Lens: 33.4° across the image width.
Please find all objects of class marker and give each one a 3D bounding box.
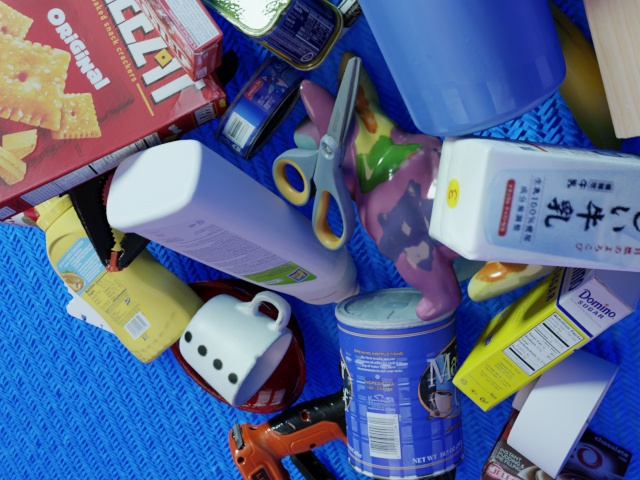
[{"bbox_3d":[0.042,-0.197,0.812,0.020,0.020,0.121,44,133,-3],"label":"marker"}]

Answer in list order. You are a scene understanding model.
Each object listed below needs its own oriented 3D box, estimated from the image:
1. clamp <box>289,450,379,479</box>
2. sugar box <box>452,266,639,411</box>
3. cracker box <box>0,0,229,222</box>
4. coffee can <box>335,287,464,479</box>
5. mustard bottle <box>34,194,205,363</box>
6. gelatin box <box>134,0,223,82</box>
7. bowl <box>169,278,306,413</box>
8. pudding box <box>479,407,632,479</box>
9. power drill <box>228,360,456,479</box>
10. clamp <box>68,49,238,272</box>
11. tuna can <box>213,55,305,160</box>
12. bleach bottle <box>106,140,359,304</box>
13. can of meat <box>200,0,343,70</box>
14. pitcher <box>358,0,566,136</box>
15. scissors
[{"bbox_3d":[0.024,0.282,1.148,0.120,0.039,0.171,19,129,22],"label":"clamp"},{"bbox_3d":[0.186,0.061,0.855,0.048,0.093,0.176,40,132,0],"label":"sugar box"},{"bbox_3d":[-0.203,-0.135,0.859,0.164,0.213,0.072,63,175,3],"label":"cracker box"},{"bbox_3d":[0.069,0.121,0.921,0.103,0.102,0.140,2,104,31],"label":"coffee can"},{"bbox_3d":[-0.203,0.024,1.016,0.191,0.058,0.096,46,132,-5],"label":"mustard bottle"},{"bbox_3d":[-0.108,-0.168,0.795,0.089,0.030,0.073,55,170,1],"label":"gelatin box"},{"bbox_3d":[-0.075,0.094,1.064,0.162,0.055,0.162,16,128,21],"label":"bowl"},{"bbox_3d":[0.208,0.199,0.941,0.113,0.089,0.039,30,135,9],"label":"pudding box"},{"bbox_3d":[0.021,0.197,1.016,0.187,0.057,0.184,-29,107,-2],"label":"power drill"},{"bbox_3d":[-0.172,-0.080,0.911,0.164,0.036,0.210,14,89,0],"label":"clamp"},{"bbox_3d":[-0.049,-0.109,0.885,0.034,0.086,0.086,37,133,2],"label":"tuna can"},{"bbox_3d":[-0.056,0.001,0.908,0.103,0.068,0.250,-11,151,35],"label":"bleach bottle"},{"bbox_3d":[-0.045,-0.181,0.811,0.102,0.083,0.057,37,99,25],"label":"can of meat"},{"bbox_3d":[0.078,-0.194,0.671,0.145,0.149,0.243,-23,110,4],"label":"pitcher"},{"bbox_3d":[-0.004,-0.074,0.801,0.096,0.016,0.202,36,147,31],"label":"scissors"}]
